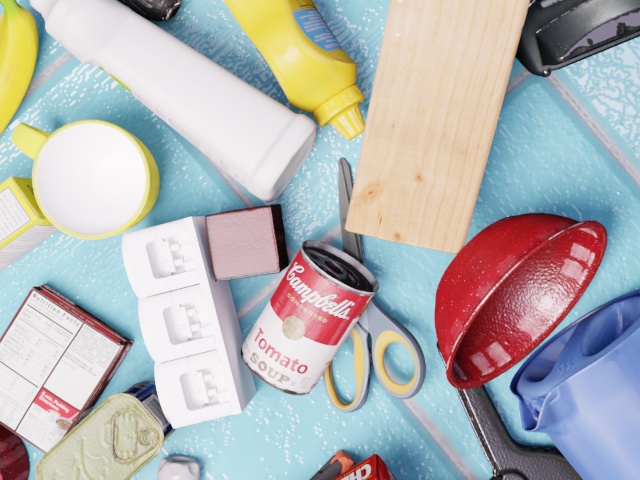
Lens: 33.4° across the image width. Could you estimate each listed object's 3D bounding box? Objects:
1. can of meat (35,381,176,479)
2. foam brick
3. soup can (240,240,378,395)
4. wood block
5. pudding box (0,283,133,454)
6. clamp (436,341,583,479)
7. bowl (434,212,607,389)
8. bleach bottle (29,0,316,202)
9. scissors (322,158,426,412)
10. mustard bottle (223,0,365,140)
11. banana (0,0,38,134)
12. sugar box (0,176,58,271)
[{"bbox_3d":[-0.163,0.160,0.839,0.102,0.084,0.057,-42,88,4],"label":"can of meat"},{"bbox_3d":[-0.055,0.001,0.830,0.051,0.078,0.053,-9,93,4],"label":"foam brick"},{"bbox_3d":[-0.010,0.060,0.823,0.068,0.068,0.102,32,108,3],"label":"soup can"},{"bbox_3d":[0.084,-0.106,0.767,0.090,0.090,0.206,12,120,4],"label":"wood block"},{"bbox_3d":[-0.220,0.105,0.866,0.090,0.039,0.113,33,92,3],"label":"pudding box"},{"bbox_3d":[0.144,0.183,0.836,0.210,0.036,0.164,23,82,-1],"label":"clamp"},{"bbox_3d":[0.137,0.034,0.793,0.162,0.162,0.055,-47,61,4],"label":"bowl"},{"bbox_3d":[-0.122,-0.128,0.819,0.251,0.102,0.068,36,84,3],"label":"bleach bottle"},{"bbox_3d":[0.045,0.039,0.841,0.096,0.016,0.202,8,92,28],"label":"scissors"},{"bbox_3d":[-0.024,-0.160,0.813,0.058,0.096,0.191,-34,89,17],"label":"mustard bottle"},{"bbox_3d":[-0.272,-0.112,0.849,0.037,0.069,0.198,44,112,32],"label":"banana"},{"bbox_3d":[-0.286,0.016,0.841,0.176,0.093,0.048,-32,88,4],"label":"sugar box"}]
